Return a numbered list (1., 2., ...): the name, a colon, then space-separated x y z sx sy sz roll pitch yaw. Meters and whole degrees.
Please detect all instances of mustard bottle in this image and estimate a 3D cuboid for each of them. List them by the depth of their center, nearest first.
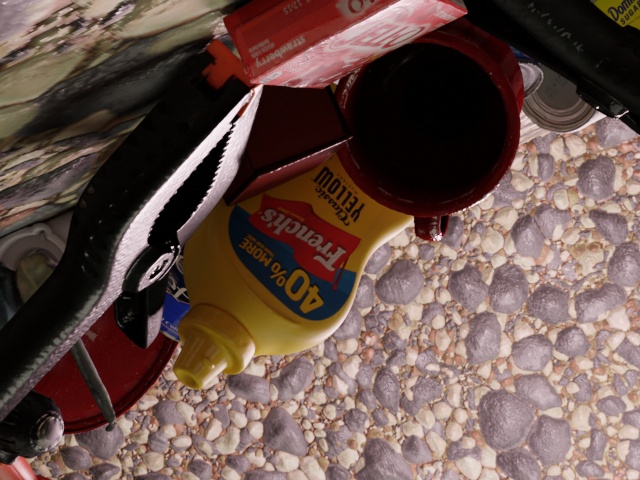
1. mustard bottle: -0.019 0.004 0.582 0.058 0.096 0.191 -27 -158 55

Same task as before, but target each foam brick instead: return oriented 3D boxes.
1. foam brick: -0.026 -0.055 0.521 0.053 0.051 0.078 -24 178 -18

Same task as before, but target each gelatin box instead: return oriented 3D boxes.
1. gelatin box: 0.013 -0.088 0.420 0.073 0.030 0.089 -25 178 19

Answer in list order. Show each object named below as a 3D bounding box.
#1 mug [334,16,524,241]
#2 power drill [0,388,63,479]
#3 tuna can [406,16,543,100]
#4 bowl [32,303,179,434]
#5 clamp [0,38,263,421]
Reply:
1. mug: 0.061 -0.058 0.551 0.093 0.117 0.081 2 -158 16
2. power drill: -0.210 0.153 0.740 0.185 0.187 0.057 10 -132 39
3. tuna can: 0.084 -0.099 0.625 0.086 0.034 0.086 -12 165 -3
4. bowl: -0.174 0.052 0.758 0.162 0.162 0.055 -25 141 19
5. clamp: -0.090 0.008 0.460 0.164 0.036 0.210 -38 165 -54
